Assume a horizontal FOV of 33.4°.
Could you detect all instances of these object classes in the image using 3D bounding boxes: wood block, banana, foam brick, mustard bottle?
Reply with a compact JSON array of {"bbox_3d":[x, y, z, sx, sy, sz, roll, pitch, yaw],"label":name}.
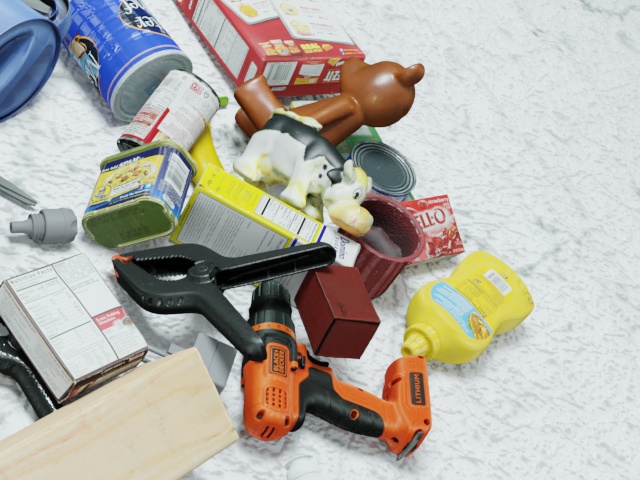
[{"bbox_3d":[-0.179,0.172,0.844,0.205,0.091,0.090,-27,92,-44],"label":"wood block"},{"bbox_3d":[-0.125,-0.107,1.191,0.069,0.037,0.198,10,47,-21],"label":"banana"},{"bbox_3d":[0.015,0.067,1.025,0.052,0.051,0.078,7,39,-26],"label":"foam brick"},{"bbox_3d":[0.149,0.083,1.164,0.096,0.058,0.191,48,44,14],"label":"mustard bottle"}]

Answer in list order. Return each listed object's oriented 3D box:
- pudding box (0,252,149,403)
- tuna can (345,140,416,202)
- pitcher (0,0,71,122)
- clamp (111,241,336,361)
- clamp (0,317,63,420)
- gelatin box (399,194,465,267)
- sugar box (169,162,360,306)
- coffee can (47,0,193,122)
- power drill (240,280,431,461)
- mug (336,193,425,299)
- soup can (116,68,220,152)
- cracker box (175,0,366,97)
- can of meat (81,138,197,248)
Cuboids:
[{"bbox_3d":[-0.215,0.073,0.920,0.089,0.039,0.113,-24,70,-48],"label":"pudding box"},{"bbox_3d":[0.068,-0.076,1.257,0.086,0.034,0.086,17,44,-18],"label":"tuna can"},{"bbox_3d":[-0.386,-0.244,1.095,0.243,0.145,0.149,40,20,12],"label":"pitcher"},{"bbox_3d":[-0.098,0.036,0.999,0.210,0.036,0.164,13,38,29],"label":"clamp"},{"bbox_3d":[-0.251,0.088,0.935,0.171,0.039,0.120,41,36,-1],"label":"clamp"},{"bbox_3d":[0.119,-0.011,1.236,0.089,0.030,0.073,-10,79,-37],"label":"gelatin box"},{"bbox_3d":[-0.057,0.001,1.090,0.176,0.093,0.048,27,45,-7],"label":"sugar box"},{"bbox_3d":[-0.222,-0.216,1.186,0.102,0.103,0.140,-20,64,-42],"label":"coffee can"},{"bbox_3d":[0.012,0.129,1.043,0.187,0.057,0.184,16,43,-15],"label":"power drill"},{"bbox_3d":[0.053,0.001,1.164,0.093,0.082,0.117,15,45,-19],"label":"mug"},{"bbox_3d":[-0.160,-0.124,1.135,0.068,0.069,0.102,32,68,0],"label":"soup can"},{"bbox_3d":[-0.069,-0.272,1.346,0.163,0.072,0.214,-11,53,-38],"label":"cracker box"},{"bbox_3d":[-0.180,-0.044,1.056,0.057,0.102,0.084,55,31,-37],"label":"can of meat"}]
